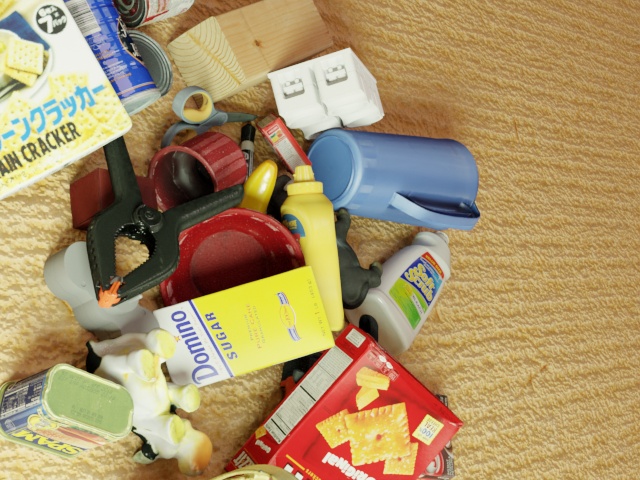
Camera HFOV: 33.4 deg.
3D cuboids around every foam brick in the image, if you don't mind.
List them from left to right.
[{"bbox_3d":[-0.218,-0.039,1.129,0.078,0.053,0.051,10,64,-47],"label":"foam brick"}]

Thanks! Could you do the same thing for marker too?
[{"bbox_3d":[-0.093,-0.094,1.329,0.020,0.020,0.121,27,52,-38],"label":"marker"}]

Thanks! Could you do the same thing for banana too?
[{"bbox_3d":[-0.076,0.006,1.240,0.037,0.070,0.198,-29,116,-71],"label":"banana"}]

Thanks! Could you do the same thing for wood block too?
[{"bbox_3d":[-0.084,-0.250,1.362,0.205,0.090,0.091,-34,99,-51],"label":"wood block"}]

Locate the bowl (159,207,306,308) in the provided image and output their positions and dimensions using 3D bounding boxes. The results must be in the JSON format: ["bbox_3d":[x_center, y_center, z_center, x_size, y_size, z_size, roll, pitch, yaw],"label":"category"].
[{"bbox_3d":[-0.098,0.038,1.184,0.162,0.162,0.055,52,0,-17],"label":"bowl"}]

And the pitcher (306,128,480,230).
[{"bbox_3d":[0.101,-0.080,1.454,0.242,0.149,0.145,3,80,-45],"label":"pitcher"}]

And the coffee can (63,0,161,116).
[{"bbox_3d":[-0.247,-0.195,1.135,0.102,0.103,0.140,-31,95,-51],"label":"coffee can"}]

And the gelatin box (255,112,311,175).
[{"bbox_3d":[-0.048,-0.122,1.350,0.073,0.030,0.089,55,-2,-14],"label":"gelatin box"}]

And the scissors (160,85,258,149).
[{"bbox_3d":[-0.136,-0.133,1.291,0.016,0.096,0.201,32,3,19],"label":"scissors"}]

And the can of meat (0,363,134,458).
[{"bbox_3d":[-0.235,0.157,0.984,0.102,0.084,0.057,29,51,-37],"label":"can of meat"}]

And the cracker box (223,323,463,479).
[{"bbox_3d":[0.028,0.225,1.169,0.213,0.072,0.164,-49,115,-5],"label":"cracker box"}]

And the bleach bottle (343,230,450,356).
[{"bbox_3d":[0.121,0.053,1.468,0.102,0.068,0.250,57,37,-14],"label":"bleach bottle"}]

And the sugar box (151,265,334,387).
[{"bbox_3d":[-0.082,0.094,1.136,0.176,0.048,0.093,-17,85,-9],"label":"sugar box"}]

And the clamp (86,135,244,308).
[{"bbox_3d":[-0.184,-0.025,1.070,0.164,0.036,0.209,32,50,-6],"label":"clamp"}]

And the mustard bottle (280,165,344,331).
[{"bbox_3d":[-0.012,0.010,1.223,0.058,0.096,0.191,-3,87,-18],"label":"mustard bottle"}]

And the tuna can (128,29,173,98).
[{"bbox_3d":[-0.214,-0.196,1.230,0.086,0.034,0.086,25,54,-40],"label":"tuna can"}]

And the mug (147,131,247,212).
[{"bbox_3d":[-0.135,-0.064,1.220,0.081,0.093,0.117,-41,133,-55],"label":"mug"}]

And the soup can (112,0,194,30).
[{"bbox_3d":[-0.202,-0.293,1.266,0.102,0.069,0.068,-36,99,-52],"label":"soup can"}]
